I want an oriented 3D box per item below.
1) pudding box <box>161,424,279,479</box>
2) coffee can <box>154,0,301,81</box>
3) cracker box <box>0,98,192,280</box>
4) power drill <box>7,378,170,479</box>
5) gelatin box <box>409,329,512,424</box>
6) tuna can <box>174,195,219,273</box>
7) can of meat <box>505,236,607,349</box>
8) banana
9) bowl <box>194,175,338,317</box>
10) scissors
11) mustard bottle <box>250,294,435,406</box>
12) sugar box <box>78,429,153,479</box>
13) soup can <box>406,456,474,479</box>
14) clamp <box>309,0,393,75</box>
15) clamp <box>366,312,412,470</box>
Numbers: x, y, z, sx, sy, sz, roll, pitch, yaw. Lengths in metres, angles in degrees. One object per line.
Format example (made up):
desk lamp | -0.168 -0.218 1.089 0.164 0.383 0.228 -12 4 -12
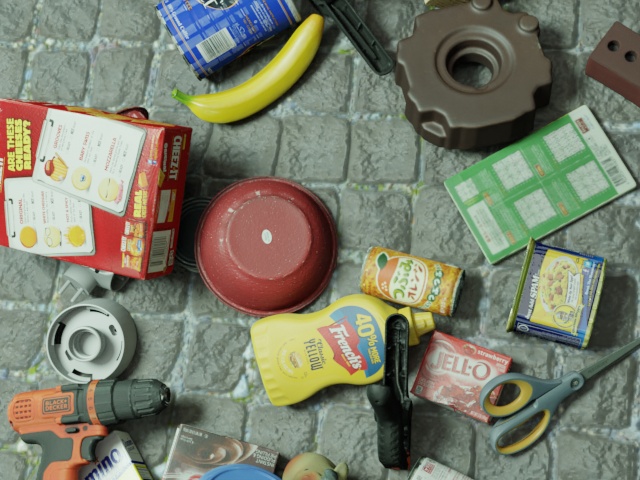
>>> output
pudding box | -0.109 0.252 1.130 0.113 0.039 0.090 17 79 -6
coffee can | -0.107 -0.265 1.243 0.140 0.102 0.103 -31 72 3
cracker box | -0.254 -0.060 1.165 0.214 0.072 0.164 12 100 22
power drill | -0.243 0.240 1.126 0.185 0.057 0.187 -9 70 15
gelatin box | 0.148 0.143 1.125 0.089 0.030 0.073 20 81 16
tuna can | -0.134 -0.006 1.220 0.086 0.033 0.086 -3 76 11
can of meat | 0.247 0.056 1.112 0.084 0.057 0.102 14 80 13
banana | -0.071 -0.188 1.238 0.197 0.069 0.037 -30 39 -4
bowl | -0.058 0.001 1.168 0.162 0.055 0.162 1 79 -5
scissors | 0.242 0.137 1.090 0.202 0.016 0.096 -43 114 0
mustard bottle | 0.028 0.109 1.140 0.192 0.058 0.096 -15 91 8
sugar box | -0.212 0.304 1.154 0.093 0.048 0.176 -35 73 2
soup can | 0.135 0.270 1.077 0.102 0.068 0.068 24 82 17
clamp | 0.011 -0.279 1.217 0.036 0.164 0.210 -33 34 -5
clamp | 0.071 0.172 1.071 0.039 0.120 0.171 4 117 21
